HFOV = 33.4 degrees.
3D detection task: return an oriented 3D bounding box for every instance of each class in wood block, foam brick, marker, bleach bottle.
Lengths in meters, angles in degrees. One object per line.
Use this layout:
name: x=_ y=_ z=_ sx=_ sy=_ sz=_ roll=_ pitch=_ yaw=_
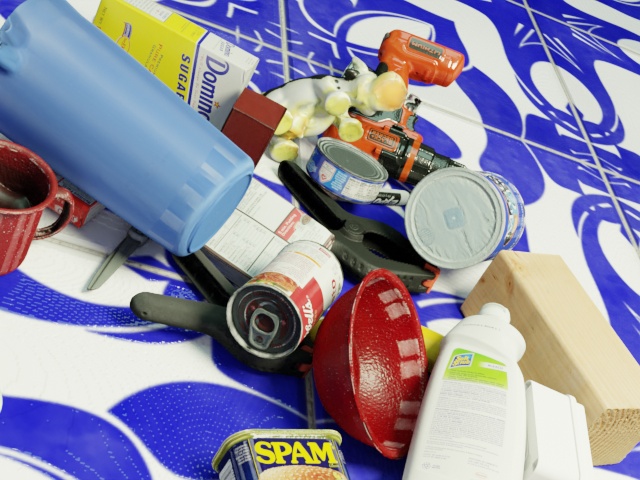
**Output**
wood block: x=0.237 y=0.115 z=1.064 sx=0.090 sy=0.090 sz=0.206 roll=4 pitch=41 yaw=-33
foam brick: x=-0.079 y=-0.112 z=1.133 sx=0.051 sy=0.078 sz=0.053 roll=29 pitch=34 yaw=-4
marker: x=0.072 y=-0.051 z=1.217 sx=0.120 sy=0.020 sz=0.020 roll=3 pitch=42 yaw=-34
bleach bottle: x=0.140 y=0.148 z=0.927 sx=0.103 sy=0.068 sz=0.250 roll=11 pitch=41 yaw=12

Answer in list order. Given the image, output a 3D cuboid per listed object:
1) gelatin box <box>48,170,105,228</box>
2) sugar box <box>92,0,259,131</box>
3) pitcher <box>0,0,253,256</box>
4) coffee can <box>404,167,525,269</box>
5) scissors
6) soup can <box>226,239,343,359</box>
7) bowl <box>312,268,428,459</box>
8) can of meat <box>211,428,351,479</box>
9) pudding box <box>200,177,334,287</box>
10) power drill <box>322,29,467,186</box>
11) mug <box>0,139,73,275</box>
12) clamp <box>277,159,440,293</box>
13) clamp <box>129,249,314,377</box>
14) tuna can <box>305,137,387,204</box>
gelatin box: x=-0.228 y=-0.057 z=0.996 sx=0.073 sy=0.030 sz=0.089 roll=33 pitch=35 yaw=3
sugar box: x=-0.165 y=-0.196 z=1.163 sx=0.176 sy=0.093 sz=0.048 roll=29 pitch=35 yaw=-1
pitcher: x=-0.180 y=-0.097 z=0.952 sx=0.243 sy=0.145 sz=0.149 roll=38 pitch=47 yaw=6
coffee can: x=0.156 y=-0.025 z=1.133 sx=0.103 sy=0.103 sz=0.140 roll=40 pitch=14 yaw=14
scissors: x=-0.150 y=-0.002 z=0.993 sx=0.096 sy=0.016 sz=0.201 roll=21 pitch=35 yaw=-13
soup can: x=-0.028 y=0.048 z=0.909 sx=0.068 sy=0.069 sz=0.102 roll=34 pitch=30 yaw=6
bowl: x=0.038 y=0.107 z=0.915 sx=0.161 sy=0.055 sz=0.162 roll=26 pitch=60 yaw=-59
can of meat: x=-0.022 y=0.193 z=0.803 sx=0.101 sy=0.058 sz=0.084 roll=7 pitch=43 yaw=-29
pudding box: x=-0.057 y=0.001 z=1.008 sx=0.113 sy=0.039 sz=0.090 roll=34 pitch=66 yaw=9
power drill: x=0.113 y=-0.153 z=1.281 sx=0.184 sy=0.057 sz=0.187 roll=22 pitch=60 yaw=-1
mug: x=-0.262 y=-0.024 z=0.881 sx=0.117 sy=0.082 sz=0.093 roll=0 pitch=44 yaw=-36
clamp: x=0.020 y=0.002 z=1.096 sx=0.210 sy=0.036 sz=0.164 roll=30 pitch=34 yaw=5
clamp: x=-0.083 y=0.070 z=0.930 sx=0.171 sy=0.039 sz=0.120 roll=33 pitch=35 yaw=6
tuna can: x=0.028 y=-0.075 z=1.156 sx=0.086 sy=0.034 sz=0.086 roll=24 pitch=23 yaw=-11
